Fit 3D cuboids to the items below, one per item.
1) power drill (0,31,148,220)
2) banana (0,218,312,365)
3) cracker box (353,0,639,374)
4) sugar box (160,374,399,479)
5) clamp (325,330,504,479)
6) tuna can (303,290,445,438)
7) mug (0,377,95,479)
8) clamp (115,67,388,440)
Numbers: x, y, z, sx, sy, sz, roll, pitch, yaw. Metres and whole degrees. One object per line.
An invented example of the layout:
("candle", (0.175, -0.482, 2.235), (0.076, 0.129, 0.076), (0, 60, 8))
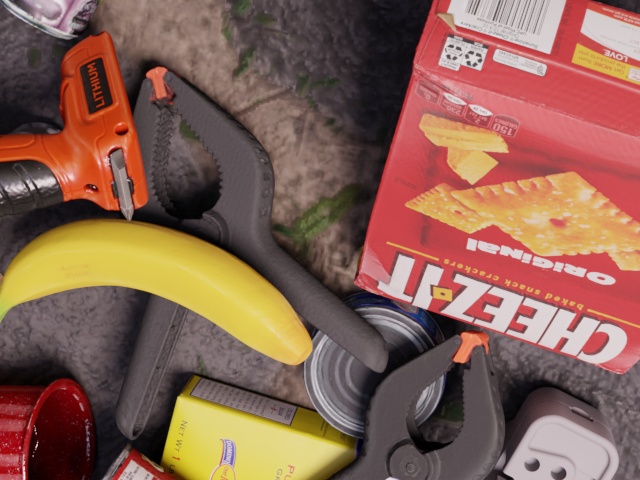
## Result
("power drill", (-0.195, -0.056, 0.571), (0.187, 0.184, 0.057), (-15, 142, -10))
("banana", (-0.096, 0.024, 0.587), (0.198, 0.037, 0.069), (4, 98, 19))
("cracker box", (0.111, -0.021, 0.518), (0.164, 0.214, 0.072), (19, 63, 4))
("sugar box", (-0.010, 0.155, 0.657), (0.176, 0.048, 0.093), (16, 104, 6))
("clamp", (0.044, 0.127, 0.604), (0.120, 0.039, 0.171), (16, 91, 10))
("tuna can", (0.033, 0.075, 0.639), (0.086, 0.033, 0.086), (2, 103, 8))
("mug", (-0.197, 0.142, 0.655), (0.081, 0.093, 0.117), (-1, 68, 14))
("clamp", (-0.054, 0.001, 0.615), (0.164, 0.036, 0.210), (-10, 88, 9))
